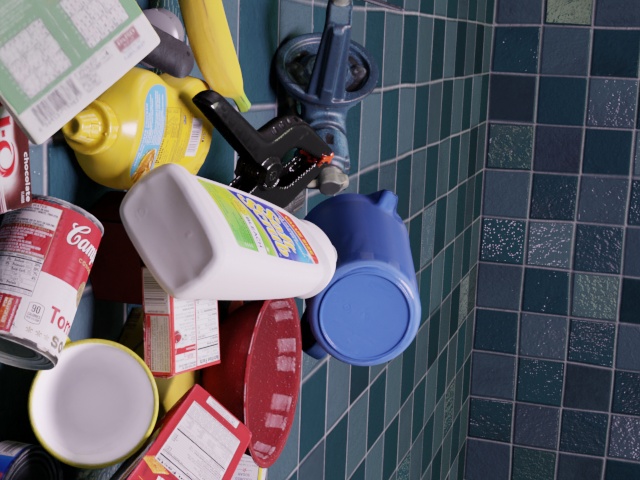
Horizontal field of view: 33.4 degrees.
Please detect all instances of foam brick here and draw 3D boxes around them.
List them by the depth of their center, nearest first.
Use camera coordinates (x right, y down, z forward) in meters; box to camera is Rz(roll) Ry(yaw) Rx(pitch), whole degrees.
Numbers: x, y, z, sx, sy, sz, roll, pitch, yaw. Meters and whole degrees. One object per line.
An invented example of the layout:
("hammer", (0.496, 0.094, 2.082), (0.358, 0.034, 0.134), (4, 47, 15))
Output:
("foam brick", (-0.155, 0.006, 0.867), (0.053, 0.051, 0.078), (-57, 148, -55))

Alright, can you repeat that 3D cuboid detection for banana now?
("banana", (-0.103, -0.207, 0.918), (0.069, 0.037, 0.198), (74, 2, -89))

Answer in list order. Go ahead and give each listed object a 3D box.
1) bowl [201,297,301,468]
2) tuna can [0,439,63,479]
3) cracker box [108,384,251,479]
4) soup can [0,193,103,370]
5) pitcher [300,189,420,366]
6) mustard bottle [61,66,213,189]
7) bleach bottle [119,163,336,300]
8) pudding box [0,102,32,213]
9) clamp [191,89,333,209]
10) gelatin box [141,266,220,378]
("bowl", (-0.065, 0.120, 0.960), (0.162, 0.055, 0.162), (3, 90, -75))
("tuna can", (-0.217, 0.184, 0.749), (0.086, 0.034, 0.086), (6, 90, -73))
("cracker box", (-0.137, 0.212, 0.763), (0.164, 0.072, 0.213), (-49, -178, 12))
("soup can", (-0.194, 0.028, 0.720), (0.068, 0.069, 0.102), (64, 36, -60))
("pitcher", (0.034, 0.049, 1.121), (0.243, 0.145, 0.149), (-93, 171, -75))
("mustard bottle", (-0.148, -0.089, 0.848), (0.191, 0.058, 0.096), (-16, 122, -72))
("bleach bottle", (-0.056, 0.001, 0.890), (0.102, 0.068, 0.250), (58, 20, 17))
("pudding box", (-0.218, -0.070, 0.658), (0.090, 0.039, 0.113), (-30, 123, -69))
("clamp", (-0.061, -0.054, 0.953), (0.209, 0.036, 0.165), (-11, 124, -57))
("gelatin box", (-0.113, 0.062, 0.863), (0.073, 0.030, 0.089), (-7, 96, -65))
